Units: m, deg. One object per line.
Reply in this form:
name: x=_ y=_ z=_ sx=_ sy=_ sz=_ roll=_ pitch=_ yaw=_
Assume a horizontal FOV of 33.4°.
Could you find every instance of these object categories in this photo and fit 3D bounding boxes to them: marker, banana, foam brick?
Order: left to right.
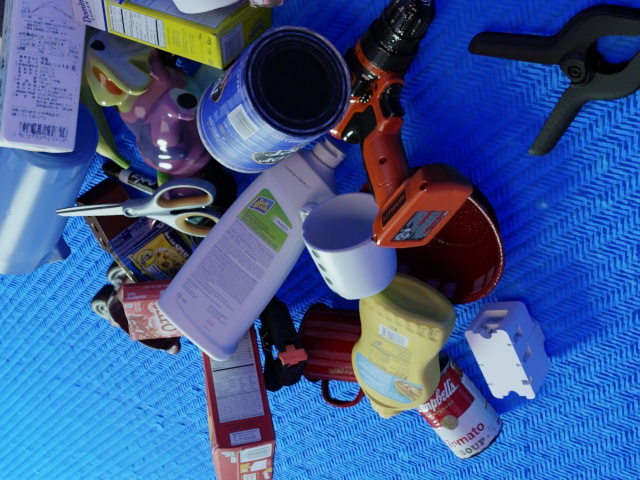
banana: x=-0.260 y=-0.172 z=1.216 sx=0.070 sy=0.037 sz=0.198 roll=6 pitch=131 yaw=14
foam brick: x=-0.256 y=-0.029 z=1.312 sx=0.053 sy=0.051 sz=0.078 roll=19 pitch=140 yaw=58
marker: x=-0.211 y=-0.068 z=1.280 sx=0.121 sy=0.020 sz=0.020 roll=23 pitch=136 yaw=20

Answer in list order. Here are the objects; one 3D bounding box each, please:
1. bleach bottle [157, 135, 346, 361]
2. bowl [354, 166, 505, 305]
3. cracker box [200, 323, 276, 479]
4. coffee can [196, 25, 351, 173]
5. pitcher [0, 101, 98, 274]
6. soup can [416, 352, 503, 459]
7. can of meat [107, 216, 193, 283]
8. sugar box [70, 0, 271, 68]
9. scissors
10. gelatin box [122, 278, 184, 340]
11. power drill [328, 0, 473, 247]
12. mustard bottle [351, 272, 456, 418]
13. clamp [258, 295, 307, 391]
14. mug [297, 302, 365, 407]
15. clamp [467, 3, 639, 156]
bleach bottle: x=-0.057 y=0.001 z=1.107 sx=0.102 sy=0.068 sz=0.251 roll=41 pitch=103 yaw=2
bowl: x=0.115 y=-0.016 z=1.048 sx=0.162 sy=0.055 sz=0.162 roll=21 pitch=136 yaw=22
cracker box: x=-0.103 y=0.160 z=1.232 sx=0.072 sy=0.214 sz=0.164 roll=-9 pitch=154 yaw=-8
coffee can: x=-0.046 y=-0.127 z=0.990 sx=0.103 sy=0.102 sz=0.140 roll=48 pitch=157 yaw=-9
pitcher: x=-0.352 y=-0.074 z=1.247 sx=0.243 sy=0.149 sz=0.145 roll=-48 pitch=57 yaw=50
soup can: x=0.148 y=0.185 z=1.192 sx=0.102 sy=0.068 sz=0.069 roll=50 pitch=139 yaw=-11
can of meat: x=-0.191 y=0.016 z=1.265 sx=0.102 sy=0.084 sz=0.057 roll=55 pitch=175 yaw=-39
sugar box: x=-0.145 y=-0.226 z=1.034 sx=0.176 sy=0.093 sz=0.048 roll=20 pitch=135 yaw=24
scissors: x=-0.186 y=-0.025 z=1.158 sx=0.202 sy=0.016 sz=0.096 roll=-13 pitch=137 yaw=32
gelatin box: x=-0.190 y=0.082 z=1.250 sx=0.073 sy=0.030 sz=0.089 roll=-4 pitch=144 yaw=-5
power drill: x=0.070 y=-0.102 z=0.936 sx=0.185 sy=0.057 sz=0.188 roll=-56 pitch=43 yaw=50
mustard bottle: x=0.080 y=0.122 z=1.108 sx=0.096 sy=0.058 sz=0.192 roll=26 pitch=137 yaw=19
clamp: x=-0.048 y=0.117 z=1.188 sx=0.210 sy=0.036 sz=0.164 roll=-137 pitch=37 yaw=-72
mug: x=0.029 y=0.131 z=1.207 sx=0.082 sy=0.093 sz=0.117 roll=3 pitch=84 yaw=30
clamp: x=0.214 y=-0.135 z=0.880 sx=0.172 sy=0.039 sz=0.120 roll=-9 pitch=121 yaw=42
